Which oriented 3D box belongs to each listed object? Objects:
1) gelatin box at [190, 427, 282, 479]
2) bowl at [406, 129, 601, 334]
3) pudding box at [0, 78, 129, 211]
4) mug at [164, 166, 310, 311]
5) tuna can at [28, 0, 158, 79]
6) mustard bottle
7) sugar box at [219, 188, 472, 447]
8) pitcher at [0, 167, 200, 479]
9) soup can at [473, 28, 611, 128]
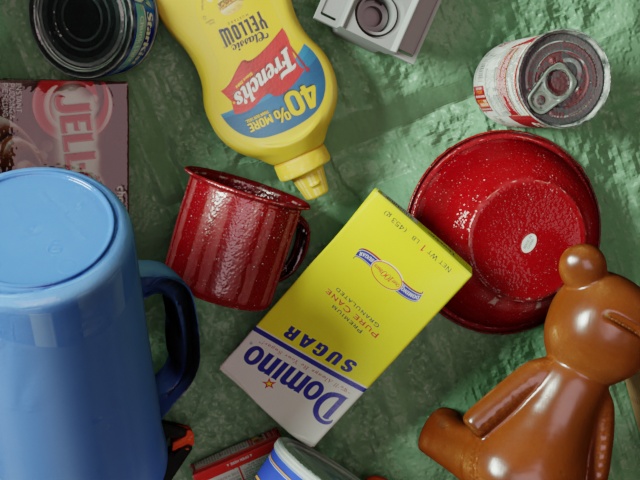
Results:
[{"bbox_3d":[-0.049,0.198,0.812,0.073,0.030,0.089,-22,100,-8],"label":"gelatin box"},{"bbox_3d":[0.148,-0.003,0.810,0.162,0.055,0.162,-1,97,-9],"label":"bowl"},{"bbox_3d":[-0.181,-0.058,0.757,0.090,0.039,0.113,-1,96,-10],"label":"pudding box"},{"bbox_3d":[-0.055,0.001,0.767,0.117,0.093,0.081,10,101,-47],"label":"mug"},{"bbox_3d":[-0.157,-0.154,0.733,0.086,0.033,0.086,6,107,20],"label":"tuna can"},{"bbox_3d":[-0.042,-0.118,0.764,0.096,0.058,0.191,-26,100,-4],"label":"mustard bottle"},{"bbox_3d":[0.018,0.057,0.775,0.093,0.048,0.176,41,98,2],"label":"sugar box"},{"bbox_3d":[-0.157,0.070,0.669,0.145,0.149,0.243,7,137,0],"label":"pitcher"},{"bbox_3d":[0.157,-0.115,0.775,0.068,0.102,0.068,-1,96,-10],"label":"soup can"}]
